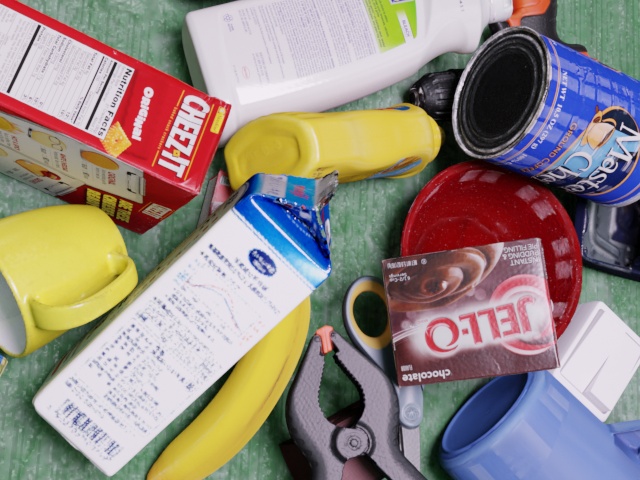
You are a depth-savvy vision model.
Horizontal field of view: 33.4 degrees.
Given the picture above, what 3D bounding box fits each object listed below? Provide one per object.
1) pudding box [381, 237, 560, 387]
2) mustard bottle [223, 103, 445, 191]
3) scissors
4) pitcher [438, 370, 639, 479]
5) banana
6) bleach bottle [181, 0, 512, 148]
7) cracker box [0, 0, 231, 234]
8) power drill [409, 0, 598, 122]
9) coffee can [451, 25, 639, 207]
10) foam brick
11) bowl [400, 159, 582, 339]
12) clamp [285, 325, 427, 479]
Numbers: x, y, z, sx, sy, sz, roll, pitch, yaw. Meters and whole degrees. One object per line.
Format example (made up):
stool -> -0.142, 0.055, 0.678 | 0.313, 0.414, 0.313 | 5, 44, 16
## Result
pudding box -> 0.104, 0.051, 0.740 | 0.113, 0.039, 0.090 | -9, 80, 10
mustard bottle -> 0.028, -0.070, 0.795 | 0.191, 0.096, 0.058 | -11, 87, -44
scissors -> 0.047, 0.111, 0.763 | 0.096, 0.016, 0.201 | 18, 75, -9
pitcher -> 0.215, 0.204, 0.808 | 0.243, 0.145, 0.149 | 46, 57, -6
banana -> -0.054, 0.093, 0.742 | 0.037, 0.070, 0.198 | 33, 79, -49
bleach bottle -> 0.028, -0.148, 0.806 | 0.250, 0.068, 0.102 | -15, 81, -12
cracker box -> -0.182, -0.087, 0.682 | 0.213, 0.164, 0.072 | 24, 74, -16
power drill -> 0.146, -0.190, 0.896 | 0.184, 0.057, 0.187 | -7, 85, -23
coffee can -> 0.187, -0.092, 0.817 | 0.140, 0.103, 0.103 | 16, 74, -31
foam brick -> 0.019, 0.155, 0.781 | 0.078, 0.053, 0.051 | -25, 90, -25
bowl -> 0.125, 0.020, 0.847 | 0.161, 0.055, 0.162 | 4, 79, -21
clamp -> 0.013, 0.147, 0.728 | 0.120, 0.039, 0.171 | -21, 79, -16
